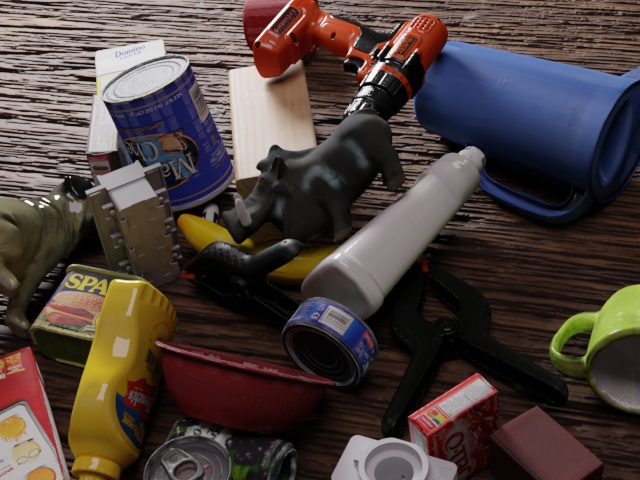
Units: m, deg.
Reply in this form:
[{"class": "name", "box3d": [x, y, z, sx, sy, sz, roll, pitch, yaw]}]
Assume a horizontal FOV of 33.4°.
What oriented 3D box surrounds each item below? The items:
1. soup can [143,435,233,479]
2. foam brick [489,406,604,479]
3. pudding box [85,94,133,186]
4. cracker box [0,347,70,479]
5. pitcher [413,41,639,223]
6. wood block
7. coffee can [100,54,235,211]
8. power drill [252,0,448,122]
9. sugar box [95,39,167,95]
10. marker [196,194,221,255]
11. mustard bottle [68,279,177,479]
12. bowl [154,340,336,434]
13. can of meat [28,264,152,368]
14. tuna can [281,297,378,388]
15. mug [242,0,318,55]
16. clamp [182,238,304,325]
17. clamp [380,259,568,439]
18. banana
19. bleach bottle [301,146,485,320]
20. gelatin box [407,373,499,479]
[{"class": "soup can", "box3d": [-0.096, 0.212, 0.843, 0.068, 0.102, 0.068, -4, 43, 4]}, {"class": "foam brick", "box3d": [0.182, 0.185, 0.868, 0.051, 0.053, 0.078, -29, 48, -22]}, {"class": "pudding box", "box3d": [-0.237, -0.100, 1.213, 0.039, 0.090, 0.113, -8, 43, -2]}, {"class": "cracker box", "box3d": [-0.297, 0.209, 0.901, 0.164, 0.072, 0.214, -19, 44, -11]}, {"class": "pitcher", "box3d": [0.220, -0.129, 1.160, 0.243, 0.145, 0.149, 24, 39, 34]}, {"class": "wood block", "box3d": [-0.050, -0.103, 1.187, 0.090, 0.091, 0.206, -8, 43, 0]}, {"class": "coffee can", "box3d": [-0.165, -0.117, 1.166, 0.103, 0.140, 0.103, -16, 31, 10]}, {"class": "power drill", "box3d": [0.022, -0.192, 1.163, 0.188, 0.057, 0.184, 21, 56, 25]}, {"class": "sugar box", "box3d": [-0.232, -0.184, 1.338, 0.093, 0.048, 0.176, -11, 39, -3]}, {"class": "marker", "box3d": [-0.121, -0.014, 1.153, 0.020, 0.020, 0.121, -3, 42, 5]}, {"class": "mustard bottle", "box3d": [-0.178, 0.137, 0.935, 0.058, 0.096, 0.191, 4, 59, 13]}, {"class": "bowl", "box3d": [-0.070, 0.131, 0.923, 0.162, 0.162, 0.055, 11, 85, 19]}, {"class": "can of meat", "box3d": [-0.221, 0.077, 1.043, 0.102, 0.057, 0.083, 10, 47, 18]}, {"class": "tuna can", "box3d": [0.008, 0.094, 0.968, 0.086, 0.086, 0.033, 18, 50, 26]}, {"class": "mug", "box3d": [-0.048, -0.288, 1.400, 0.082, 0.093, 0.117, 1, 12, 16]}, {"class": "clamp", "box3d": [-0.066, 0.033, 1.027, 0.172, 0.120, 0.039, 16, 41, 29]}, {"class": "clamp", "box3d": [0.129, 0.093, 0.985, 0.164, 0.036, 0.210, -7, 40, 3]}, {"class": "banana", "box3d": [-0.056, 0.013, 1.094, 0.198, 0.037, 0.069, 8, 36, 3]}, {"class": "bleach bottle", "box3d": [0.090, -0.018, 1.062, 0.068, 0.103, 0.250, 48, 59, -2]}, {"class": "gelatin box", "box3d": [0.111, 0.162, 0.875, 0.073, 0.089, 0.030, -28, 43, -20]}]
